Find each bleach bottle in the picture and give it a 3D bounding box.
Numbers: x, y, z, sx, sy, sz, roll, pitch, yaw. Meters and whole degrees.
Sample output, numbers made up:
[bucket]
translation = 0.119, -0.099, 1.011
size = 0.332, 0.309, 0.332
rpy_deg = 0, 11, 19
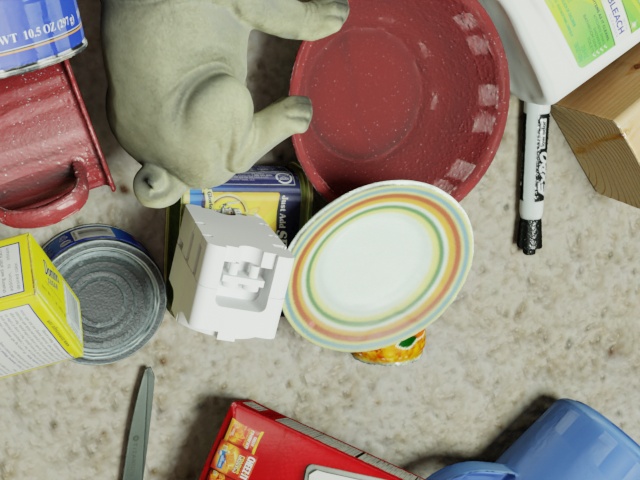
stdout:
[bleach bottle]
translation = 0.220, -0.201, 0.726
size = 0.250, 0.068, 0.102
rpy_deg = -37, 115, -9

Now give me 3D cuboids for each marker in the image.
[marker]
translation = 0.153, -0.048, 0.769
size = 0.020, 0.020, 0.121
rpy_deg = -6, 109, -19

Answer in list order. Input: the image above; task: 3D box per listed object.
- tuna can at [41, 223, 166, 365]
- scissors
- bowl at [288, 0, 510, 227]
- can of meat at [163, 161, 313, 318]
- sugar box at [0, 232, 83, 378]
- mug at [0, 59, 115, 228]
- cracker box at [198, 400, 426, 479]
[tuna can]
translation = -0.141, 0.035, 0.675
size = 0.086, 0.034, 0.086
rpy_deg = -6, 108, -19
[scissors]
translation = -0.117, 0.190, 0.742
size = 0.096, 0.016, 0.202
rpy_deg = 21, 98, -26
[bowl]
translation = 0.041, -0.092, 0.687
size = 0.161, 0.055, 0.162
rpy_deg = -6, 104, -27
[can of meat]
translation = -0.055, 0.001, 0.685
size = 0.083, 0.057, 0.102
rpy_deg = -1, 105, -18
[sugar box]
translation = -0.230, 0.054, 0.597
size = 0.176, 0.048, 0.093
rpy_deg = -12, 151, 0
[mug]
translation = -0.166, -0.050, 0.599
size = 0.081, 0.117, 0.093
rpy_deg = -20, 143, -9
[cracker box]
translation = 0.010, 0.222, 0.703
size = 0.214, 0.072, 0.164
rpy_deg = 23, 89, 11
